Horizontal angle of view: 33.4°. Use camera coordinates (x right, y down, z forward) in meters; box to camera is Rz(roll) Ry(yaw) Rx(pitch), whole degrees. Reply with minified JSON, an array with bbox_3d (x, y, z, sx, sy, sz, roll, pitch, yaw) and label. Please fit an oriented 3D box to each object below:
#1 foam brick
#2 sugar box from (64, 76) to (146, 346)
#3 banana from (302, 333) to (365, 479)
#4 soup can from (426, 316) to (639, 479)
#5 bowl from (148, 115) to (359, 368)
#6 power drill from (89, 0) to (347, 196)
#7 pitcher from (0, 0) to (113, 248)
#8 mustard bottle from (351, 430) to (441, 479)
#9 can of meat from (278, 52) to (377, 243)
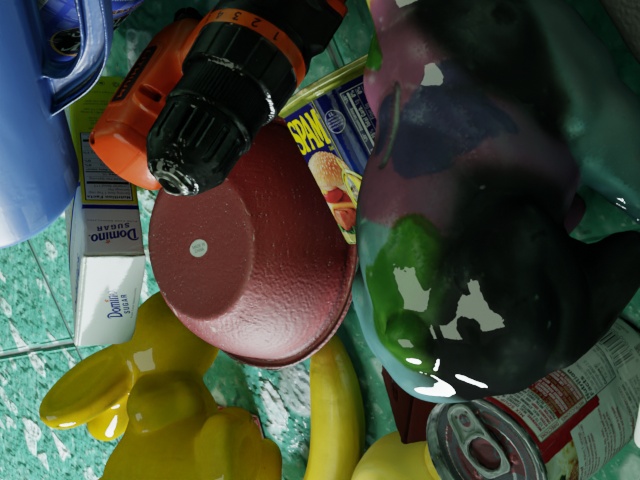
[{"bbox_3d":[0.065,0.062,0.565,0.053,0.051,0.078,-104,12,-45],"label":"foam brick"},{"bbox_3d":[-0.152,-0.024,0.736,0.093,0.048,0.176,108,153,-45],"label":"sugar box"},{"bbox_3d":[0.000,0.147,0.731,0.070,0.037,0.198,42,139,25],"label":"banana"},{"bbox_3d":[0.108,0.081,0.505,0.069,0.102,0.068,29,132,37],"label":"soup can"},{"bbox_3d":[-0.054,0.001,0.646,0.162,0.055,0.162,3,95,41],"label":"bowl"},{"bbox_3d":[-0.058,-0.084,0.557,0.057,0.184,0.188,39,154,-18],"label":"power drill"},{"bbox_3d":[-0.202,-0.109,0.588,0.149,0.144,0.243,37,150,33],"label":"pitcher"},{"bbox_3d":[0.061,0.167,0.650,0.096,0.058,0.192,35,137,12],"label":"mustard bottle"},{"bbox_3d":[0.025,-0.047,0.545,0.084,0.057,0.102,62,169,-5],"label":"can of meat"}]
